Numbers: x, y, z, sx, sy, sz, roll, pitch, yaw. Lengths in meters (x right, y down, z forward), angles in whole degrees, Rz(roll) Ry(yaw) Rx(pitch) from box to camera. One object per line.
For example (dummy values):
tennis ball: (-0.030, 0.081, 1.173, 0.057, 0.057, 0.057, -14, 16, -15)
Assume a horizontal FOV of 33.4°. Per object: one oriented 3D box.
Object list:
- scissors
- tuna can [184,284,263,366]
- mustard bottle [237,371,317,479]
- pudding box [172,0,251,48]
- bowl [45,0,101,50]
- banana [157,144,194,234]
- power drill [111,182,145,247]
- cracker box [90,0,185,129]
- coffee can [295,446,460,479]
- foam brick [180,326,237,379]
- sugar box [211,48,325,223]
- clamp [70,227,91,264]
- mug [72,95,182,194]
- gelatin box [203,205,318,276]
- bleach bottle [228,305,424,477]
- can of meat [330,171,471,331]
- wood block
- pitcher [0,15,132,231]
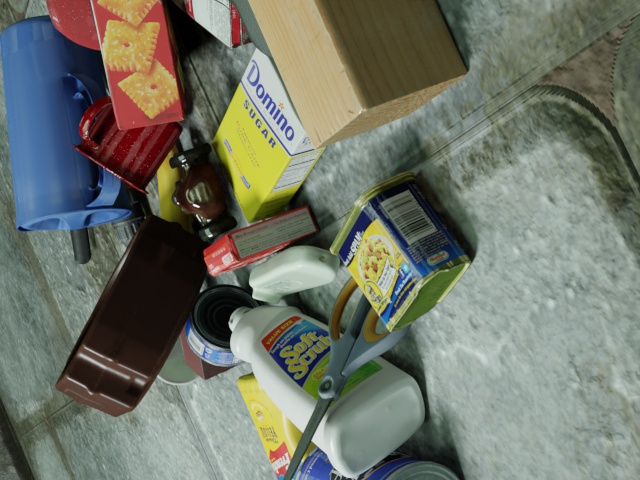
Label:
scissors: (0.025, 0.113, 0.870, 0.096, 0.201, 0.016, -10, 144, 43)
tuna can: (-0.101, 0.090, 1.141, 0.086, 0.086, 0.034, 55, 149, 24)
mustard bottle: (-0.023, 0.225, 1.131, 0.096, 0.058, 0.191, -18, 94, 58)
pudding box: (-0.093, -0.234, 0.941, 0.114, 0.039, 0.090, 41, 142, 38)
bowl: (-0.256, -0.270, 1.116, 0.162, 0.055, 0.162, 172, 90, -87)
banana: (-0.173, -0.026, 1.240, 0.070, 0.037, 0.198, 51, 148, 30)
power drill: (-0.290, -0.073, 1.399, 0.188, 0.057, 0.184, -9, 97, 60)
cracker box: (-0.179, -0.235, 1.007, 0.164, 0.072, 0.214, -110, 12, -61)
coffee can: (0.052, 0.237, 0.952, 0.141, 0.102, 0.103, 0, 110, 61)
foam brick: (-0.131, 0.114, 1.250, 0.051, 0.052, 0.078, 29, 135, 51)
sugar box: (-0.043, -0.095, 0.941, 0.093, 0.048, 0.176, 63, 155, 16)
clamp: (-0.369, -0.059, 1.573, 0.120, 0.039, 0.172, 44, 139, 30)
mug: (-0.204, -0.111, 1.108, 0.093, 0.081, 0.117, 32, 178, 35)
gelatin box: (-0.057, 0.001, 0.991, 0.073, 0.089, 0.030, -27, 85, 63)
bleach bottle: (-0.018, 0.121, 0.993, 0.251, 0.102, 0.068, 27, 141, 51)
can of meat: (0.061, 0.011, 0.821, 0.084, 0.057, 0.102, 56, 151, 18)
wood block: (0.006, -0.181, 0.743, 0.206, 0.090, 0.091, 66, 154, 2)
pitcher: (-0.298, -0.136, 1.246, 0.145, 0.149, 0.243, 26, -126, -82)
